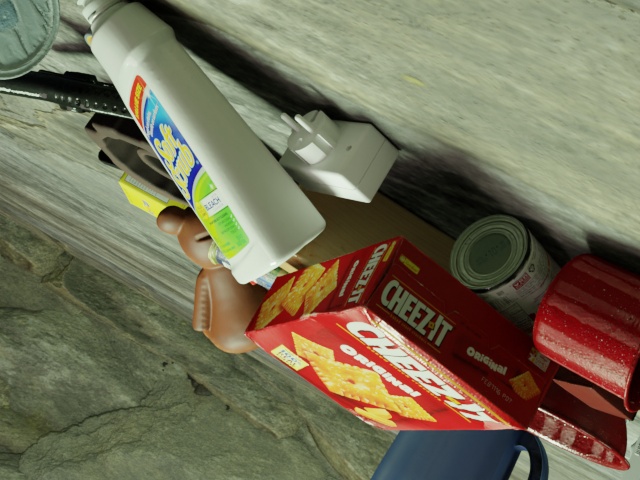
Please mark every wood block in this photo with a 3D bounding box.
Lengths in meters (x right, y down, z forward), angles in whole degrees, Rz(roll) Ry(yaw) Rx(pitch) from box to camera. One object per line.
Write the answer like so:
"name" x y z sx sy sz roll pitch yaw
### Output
"wood block" 0.058 0.023 0.951 0.206 0.090 0.090 32 168 -4

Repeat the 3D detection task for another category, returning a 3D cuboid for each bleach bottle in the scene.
"bleach bottle" -0.102 -0.087 0.830 0.251 0.068 0.103 53 155 -4

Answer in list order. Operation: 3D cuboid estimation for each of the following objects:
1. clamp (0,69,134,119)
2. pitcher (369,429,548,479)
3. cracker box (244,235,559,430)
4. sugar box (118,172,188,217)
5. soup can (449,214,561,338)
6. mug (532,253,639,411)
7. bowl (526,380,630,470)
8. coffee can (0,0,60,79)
"clamp" -0.227 -0.140 1.001 0.210 0.036 0.164 12 -171 12
"pitcher" 0.156 0.212 1.107 0.149 0.242 0.145 32 168 -5
"cracker box" 0.056 0.085 0.850 0.164 0.072 0.214 37 157 -17
"sugar box" -0.169 -0.036 1.375 0.176 0.048 0.093 30 167 9
"soup can" 0.151 0.034 0.817 0.069 0.068 0.102 18 162 47
"mug" 0.211 0.059 0.758 0.082 0.093 0.117 29 -158 34
"bowl" 0.210 0.142 0.951 0.162 0.055 0.162 28 169 6
"coffee can" -0.302 -0.199 0.899 0.141 0.102 0.102 21 165 40
